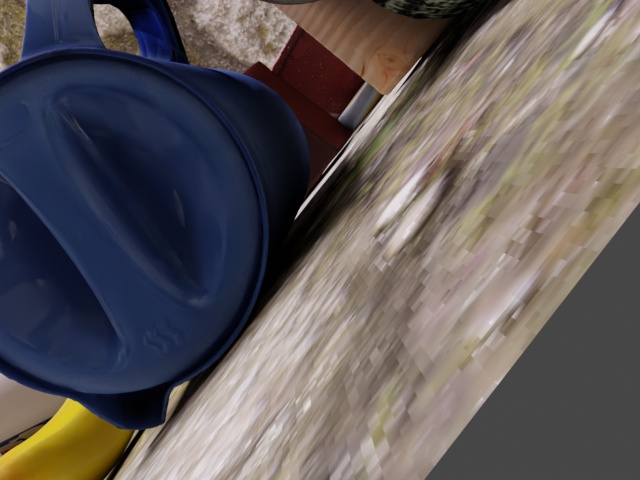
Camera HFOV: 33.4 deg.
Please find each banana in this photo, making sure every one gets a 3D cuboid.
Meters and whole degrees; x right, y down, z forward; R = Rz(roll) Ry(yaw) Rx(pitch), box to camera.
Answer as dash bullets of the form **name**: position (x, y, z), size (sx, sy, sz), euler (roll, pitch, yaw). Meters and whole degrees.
- **banana**: position (-0.115, 0.074, 0.519), size (0.037, 0.069, 0.197), euler (-30, 27, 21)

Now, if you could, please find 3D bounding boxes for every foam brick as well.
- **foam brick**: position (-0.028, -0.066, 0.672), size (0.053, 0.078, 0.051), euler (-53, 4, 23)

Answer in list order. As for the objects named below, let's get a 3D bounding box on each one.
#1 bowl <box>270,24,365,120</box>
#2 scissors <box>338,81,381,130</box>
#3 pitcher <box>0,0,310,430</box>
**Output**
- **bowl**: position (0.013, -0.124, 0.763), size (0.162, 0.055, 0.162), euler (-56, -5, -7)
- **scissors**: position (0.052, -0.125, 0.718), size (0.096, 0.016, 0.201), euler (-53, 2, 17)
- **pitcher**: position (-0.073, -0.034, 0.499), size (0.149, 0.145, 0.242), euler (-55, 1, 12)
